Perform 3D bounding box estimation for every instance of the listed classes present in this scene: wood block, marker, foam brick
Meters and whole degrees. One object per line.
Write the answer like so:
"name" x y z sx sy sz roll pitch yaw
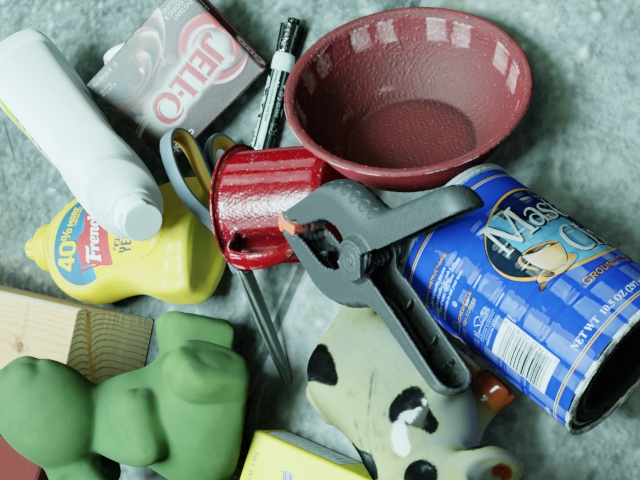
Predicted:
"wood block" -0.251 0.087 0.880 0.206 0.090 0.091 9 86 33
"marker" -0.035 -0.111 0.817 0.020 0.020 0.121 14 90 33
"foam brick" -0.214 0.175 0.849 0.051 0.078 0.053 24 95 31

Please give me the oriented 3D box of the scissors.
"scissors" -0.055 0.001 0.804 0.016 0.096 0.202 -24 101 32

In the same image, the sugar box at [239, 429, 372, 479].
"sugar box" 0.022 0.200 0.716 0.176 0.048 0.093 16 91 34

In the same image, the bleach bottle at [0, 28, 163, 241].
"bleach bottle" -0.183 -0.075 0.814 0.068 0.102 0.251 -39 41 -6

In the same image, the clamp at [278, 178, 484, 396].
"clamp" 0.034 0.019 0.630 0.172 0.039 0.120 15 107 56

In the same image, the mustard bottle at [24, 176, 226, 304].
"mustard bottle" -0.164 0.003 0.856 0.192 0.058 0.096 -3 70 32

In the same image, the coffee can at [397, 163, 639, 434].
"coffee can" 0.129 0.033 0.642 0.140 0.102 0.103 40 103 30

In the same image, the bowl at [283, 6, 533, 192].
"bowl" 0.059 -0.084 0.707 0.162 0.055 0.162 -6 49 7

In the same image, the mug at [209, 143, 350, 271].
"mug" -0.024 -0.019 0.745 0.082 0.117 0.093 -3 121 27

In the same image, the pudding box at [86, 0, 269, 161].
"pudding box" -0.110 -0.129 0.830 0.090 0.039 0.114 45 108 -6
